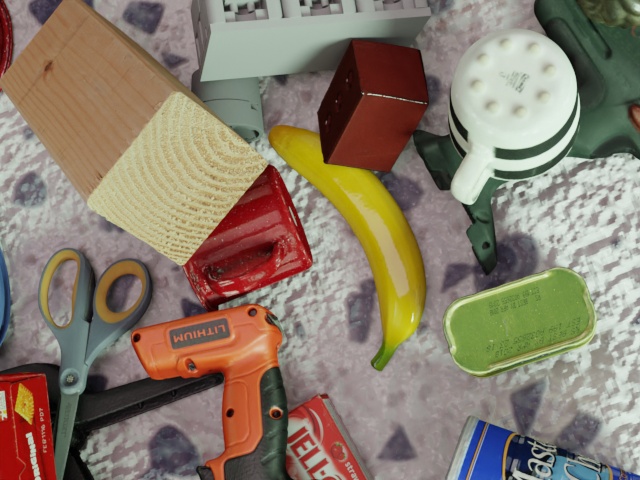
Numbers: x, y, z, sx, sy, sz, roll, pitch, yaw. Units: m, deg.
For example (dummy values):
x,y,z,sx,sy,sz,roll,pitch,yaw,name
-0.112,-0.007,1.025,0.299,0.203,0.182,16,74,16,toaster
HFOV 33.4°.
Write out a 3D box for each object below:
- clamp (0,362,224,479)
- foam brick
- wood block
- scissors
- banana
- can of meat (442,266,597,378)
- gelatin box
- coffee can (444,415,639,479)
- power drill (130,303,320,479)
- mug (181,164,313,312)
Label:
x,y,z,sx,sy,sz,roll,pitch,yaw,name
-0.189,0.154,0.788,0.210,0.036,0.164,8,66,15,clamp
0.036,-0.093,0.746,0.051,0.078,0.053,8,51,-18,foam brick
-0.136,-0.083,0.736,0.091,0.090,0.206,-50,42,4,wood block
-0.164,0.093,0.784,0.096,0.016,0.202,-13,63,1,scissors
0.028,-0.008,0.772,0.070,0.037,0.198,-25,79,8,banana
0.134,0.056,0.719,0.102,0.084,0.057,-20,81,9,can of meat
-0.008,0.165,0.765,0.073,0.030,0.089,-31,79,7,gelatin box
0.148,0.185,0.693,0.140,0.102,0.103,18,88,13,coffee can
-0.079,0.147,0.728,0.184,0.057,0.187,-13,71,1,power drill
-0.055,0.001,0.754,0.081,0.117,0.093,-22,115,4,mug
